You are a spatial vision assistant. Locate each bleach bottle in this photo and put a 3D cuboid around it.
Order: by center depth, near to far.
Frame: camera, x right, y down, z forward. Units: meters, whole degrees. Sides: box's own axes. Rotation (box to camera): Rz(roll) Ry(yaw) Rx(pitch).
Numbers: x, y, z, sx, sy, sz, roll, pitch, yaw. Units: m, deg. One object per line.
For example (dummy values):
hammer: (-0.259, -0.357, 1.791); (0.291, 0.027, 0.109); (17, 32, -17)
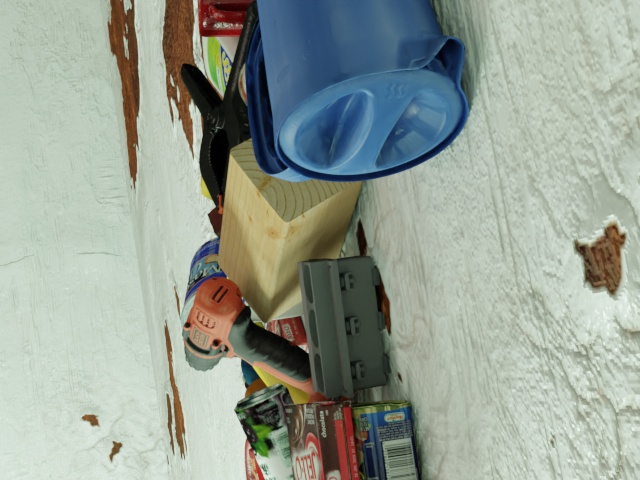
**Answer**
bleach bottle: (-0.071, -0.177, 1.195); (0.251, 0.068, 0.102); (-124, 29, -54)

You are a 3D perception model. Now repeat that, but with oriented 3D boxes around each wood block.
wood block: (-0.035, -0.017, 1.025); (0.090, 0.090, 0.206); (51, 156, 19)

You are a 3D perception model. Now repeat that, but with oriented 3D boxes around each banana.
banana: (-0.054, 0.142, 1.231); (0.198, 0.037, 0.070); (54, 159, 17)

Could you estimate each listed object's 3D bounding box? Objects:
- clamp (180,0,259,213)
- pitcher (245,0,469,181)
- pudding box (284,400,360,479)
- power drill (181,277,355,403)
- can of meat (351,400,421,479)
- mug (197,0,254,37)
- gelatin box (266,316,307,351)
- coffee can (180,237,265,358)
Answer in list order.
clamp: (-0.101, -0.124, 1.105); (0.165, 0.036, 0.210); (-18, 69, 55)
pitcher: (0.007, -0.168, 0.775); (0.145, 0.149, 0.243); (81, 177, -63)
pudding box: (0.002, 0.186, 0.932); (0.114, 0.039, 0.090); (144, 121, -75)
power drill: (-0.057, 0.127, 1.086); (0.057, 0.187, 0.185); (-57, -5, -27)
can of meat: (0.050, 0.185, 0.938); (0.102, 0.057, 0.084); (148, 116, -74)
mug: (-0.093, -0.258, 1.158); (0.117, 0.081, 0.093); (-102, 11, -57)
gelatin box: (-0.043, 0.119, 1.294); (0.089, 0.030, 0.073); (102, 155, -52)
coffee can: (-0.119, 0.069, 1.349); (0.140, 0.103, 0.103); (-93, 2, -64)
